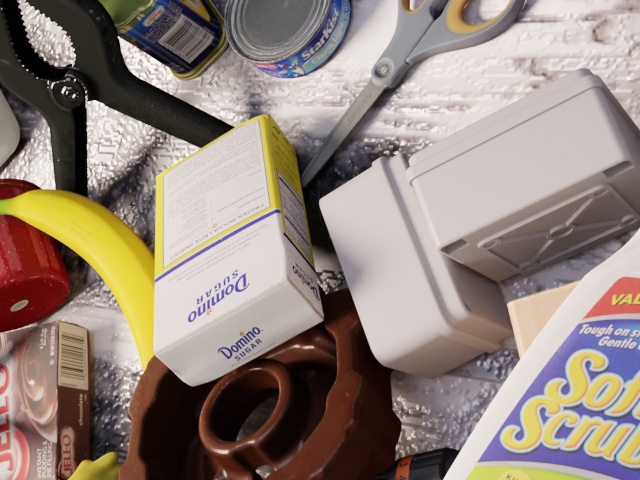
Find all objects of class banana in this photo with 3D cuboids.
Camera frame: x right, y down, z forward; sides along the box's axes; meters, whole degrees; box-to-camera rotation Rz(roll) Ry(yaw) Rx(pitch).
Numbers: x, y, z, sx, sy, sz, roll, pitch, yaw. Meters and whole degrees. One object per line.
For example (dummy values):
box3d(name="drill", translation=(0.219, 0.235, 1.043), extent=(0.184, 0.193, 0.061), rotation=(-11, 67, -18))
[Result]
box3d(name="banana", translation=(-0.145, 0.026, 0.734), extent=(0.198, 0.037, 0.069), rotation=(43, 76, 13))

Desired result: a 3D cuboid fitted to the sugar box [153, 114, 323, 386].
box3d(name="sugar box", translation=(-0.054, 0.001, 0.656), extent=(0.093, 0.048, 0.176), rotation=(-29, 38, 15))

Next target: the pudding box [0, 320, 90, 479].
box3d(name="pudding box", translation=(-0.208, 0.120, 0.760), extent=(0.090, 0.039, 0.113), rotation=(-13, 68, 29))

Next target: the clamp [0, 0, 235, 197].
box3d(name="clamp", translation=(-0.154, -0.107, 0.730), extent=(0.165, 0.210, 0.036), rotation=(-17, 25, 19))

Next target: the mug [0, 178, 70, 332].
box3d(name="mug", translation=(-0.242, 0.015, 0.772), extent=(0.093, 0.117, 0.081), rotation=(-48, 59, 40))

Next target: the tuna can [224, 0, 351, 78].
box3d(name="tuna can", translation=(-0.022, -0.156, 0.737), extent=(0.086, 0.033, 0.086), rotation=(-10, 70, 28))

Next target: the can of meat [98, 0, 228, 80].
box3d(name="can of meat", translation=(-0.125, -0.176, 0.775), extent=(0.057, 0.083, 0.102), rotation=(-41, 59, 14))

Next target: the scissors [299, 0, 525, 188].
box3d(name="scissors", translation=(0.061, -0.109, 0.683), extent=(0.096, 0.016, 0.202), rotation=(24, 89, 34))
